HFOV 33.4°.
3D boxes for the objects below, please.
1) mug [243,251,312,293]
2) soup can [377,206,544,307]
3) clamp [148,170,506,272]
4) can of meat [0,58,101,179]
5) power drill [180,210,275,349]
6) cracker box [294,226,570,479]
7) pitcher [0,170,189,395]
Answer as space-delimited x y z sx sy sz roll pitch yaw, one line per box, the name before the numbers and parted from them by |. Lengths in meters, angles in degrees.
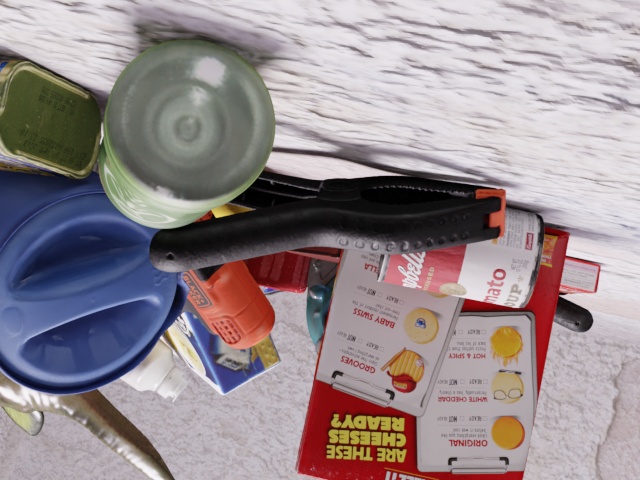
mug | -0.057 0.001 1.009 0.117 0.081 0.093 11 176 14
soup can | 0.095 0.005 0.733 0.102 0.068 0.068 11 176 1
clamp | 0.006 -0.021 0.661 0.210 0.036 0.164 -2 -160 -3
can of meat | -0.184 -0.069 0.602 0.084 0.057 0.102 8 175 21
power drill | -0.143 0.015 0.831 0.188 0.057 0.184 -14 115 45
cracker box | 0.082 0.082 0.800 0.164 0.214 0.072 12 176 3
pitcher | -0.212 -0.010 0.714 0.243 0.144 0.149 31 151 47
